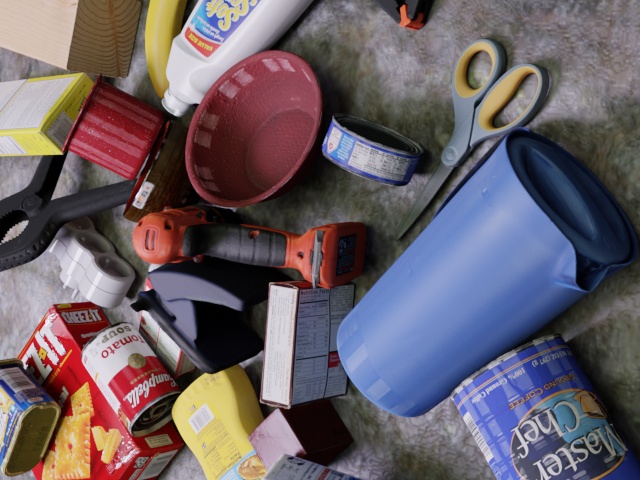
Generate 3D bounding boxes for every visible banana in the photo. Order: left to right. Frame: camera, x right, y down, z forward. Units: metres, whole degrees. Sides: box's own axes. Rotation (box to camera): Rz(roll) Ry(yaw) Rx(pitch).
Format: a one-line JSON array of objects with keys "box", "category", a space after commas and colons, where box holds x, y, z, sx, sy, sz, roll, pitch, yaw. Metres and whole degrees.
[{"box": [-0.150, -0.250, 1.124, 0.070, 0.037, 0.198, 38, 112, 33], "category": "banana"}]

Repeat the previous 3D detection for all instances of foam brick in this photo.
[{"box": [-0.018, 0.186, 0.997, 0.051, 0.078, 0.053, -46, 64, 27], "category": "foam brick"}]

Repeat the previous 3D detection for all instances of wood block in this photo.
[{"box": [-0.311, -0.255, 1.217, 0.206, 0.090, 0.091, 22, 103, 35], "category": "wood block"}]

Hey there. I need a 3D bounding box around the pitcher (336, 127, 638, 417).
[{"box": [0.123, 0.029, 0.867, 0.145, 0.149, 0.243, 50, 122, 10], "category": "pitcher"}]

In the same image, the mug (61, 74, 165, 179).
[{"box": [-0.220, -0.115, 1.142, 0.093, 0.081, 0.117, -67, 12, -14], "category": "mug"}]

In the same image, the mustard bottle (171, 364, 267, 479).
[{"box": [-0.073, 0.224, 1.052, 0.096, 0.058, 0.192, -45, 64, 31], "category": "mustard bottle"}]

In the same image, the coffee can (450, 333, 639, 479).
[{"box": [0.179, 0.158, 0.827, 0.103, 0.102, 0.140, -41, 66, 30], "category": "coffee can"}]

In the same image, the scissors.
[{"box": [0.112, -0.094, 0.934, 0.202, 0.016, 0.096, -41, 65, 30], "category": "scissors"}]

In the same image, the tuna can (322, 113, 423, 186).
[{"box": [0.045, -0.080, 0.942, 0.086, 0.085, 0.034, 33, 111, 33], "category": "tuna can"}]

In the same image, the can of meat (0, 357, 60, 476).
[{"box": [-0.338, 0.195, 1.171, 0.084, 0.057, 0.102, 37, 114, 32], "category": "can of meat"}]

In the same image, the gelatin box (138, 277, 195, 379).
[{"box": [-0.156, 0.089, 1.119, 0.073, 0.030, 0.089, 42, 135, 30], "category": "gelatin box"}]

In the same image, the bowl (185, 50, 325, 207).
[{"box": [-0.051, -0.098, 1.020, 0.162, 0.055, 0.162, -15, 62, 31], "category": "bowl"}]

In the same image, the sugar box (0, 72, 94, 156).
[{"box": [-0.336, -0.143, 1.233, 0.177, 0.048, 0.093, 2, 52, 44], "category": "sugar box"}]

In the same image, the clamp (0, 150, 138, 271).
[{"box": [-0.315, -0.041, 1.191, 0.210, 0.036, 0.165, -38, 52, -9], "category": "clamp"}]

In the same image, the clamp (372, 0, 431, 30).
[{"box": [0.072, -0.277, 0.951, 0.120, 0.039, 0.171, -27, 80, 39], "category": "clamp"}]

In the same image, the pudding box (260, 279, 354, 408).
[{"box": [-0.011, 0.092, 0.984, 0.039, 0.089, 0.113, 6, 94, 37], "category": "pudding box"}]

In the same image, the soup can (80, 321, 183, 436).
[{"box": [-0.195, 0.143, 1.112, 0.102, 0.068, 0.069, 49, 118, 24], "category": "soup can"}]

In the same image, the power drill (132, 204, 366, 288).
[{"box": [-0.057, 0.001, 0.992, 0.188, 0.184, 0.057, 6, 98, 18], "category": "power drill"}]

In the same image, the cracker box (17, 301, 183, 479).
[{"box": [-0.267, 0.200, 1.195, 0.164, 0.071, 0.214, -52, 60, 26], "category": "cracker box"}]

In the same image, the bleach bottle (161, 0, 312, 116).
[{"box": [-0.078, -0.216, 1.054, 0.251, 0.067, 0.103, -49, 60, 29], "category": "bleach bottle"}]
